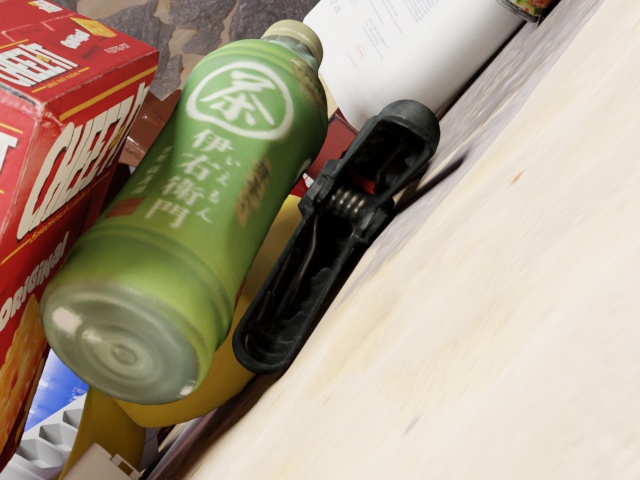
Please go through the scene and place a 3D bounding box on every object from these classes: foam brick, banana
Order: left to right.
[{"bbox_3d":[-0.141,0.143,0.555,0.198,0.069,0.037,-62,30,7],"label":"banana"},{"bbox_3d":[0.024,-0.072,0.781,0.051,0.053,0.078,-49,3,30],"label":"foam brick"}]

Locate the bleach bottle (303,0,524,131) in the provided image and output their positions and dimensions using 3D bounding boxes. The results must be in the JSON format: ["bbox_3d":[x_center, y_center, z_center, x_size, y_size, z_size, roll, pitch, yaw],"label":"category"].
[{"bbox_3d":[0.101,-0.167,0.577,0.067,0.102,0.251,12,-45,-47],"label":"bleach bottle"}]

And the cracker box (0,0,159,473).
[{"bbox_3d":[-0.144,0.018,0.432,0.164,0.072,0.214,-76,9,-73],"label":"cracker box"}]

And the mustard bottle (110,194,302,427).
[{"bbox_3d":[-0.041,0.022,0.573,0.096,0.058,0.191,-39,8,25],"label":"mustard bottle"}]

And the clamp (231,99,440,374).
[{"bbox_3d":[0.016,-0.022,0.459,0.120,0.039,0.171,-49,8,22],"label":"clamp"}]
